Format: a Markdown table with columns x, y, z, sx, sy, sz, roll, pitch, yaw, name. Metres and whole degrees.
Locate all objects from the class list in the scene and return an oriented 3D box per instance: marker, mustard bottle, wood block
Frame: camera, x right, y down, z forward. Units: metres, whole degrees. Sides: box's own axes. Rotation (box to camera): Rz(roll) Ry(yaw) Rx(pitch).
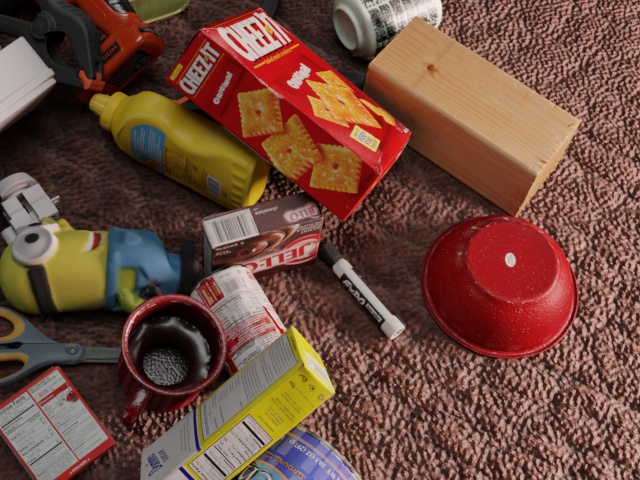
| x | y | z | sx | sy | sz | roll | pitch | yaw | name |
| --- | --- | --- | --- | --- | --- | --- | --- | --- | --- |
| 0.037 | 0.046 | 1.048 | 0.020 | 0.020 | 0.121 | -32 | 69 | -22 | marker |
| -0.145 | -0.098 | 1.064 | 0.192 | 0.096 | 0.058 | 27 | 63 | 9 | mustard bottle |
| 0.153 | -0.131 | 1.120 | 0.206 | 0.090 | 0.090 | 36 | 64 | 13 | wood block |

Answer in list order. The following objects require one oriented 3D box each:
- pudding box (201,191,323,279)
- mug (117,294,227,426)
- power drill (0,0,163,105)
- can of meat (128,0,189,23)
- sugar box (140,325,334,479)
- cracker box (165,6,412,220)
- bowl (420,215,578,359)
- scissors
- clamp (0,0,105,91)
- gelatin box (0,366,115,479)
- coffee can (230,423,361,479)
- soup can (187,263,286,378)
| x | y | z | sx | sy | sz | roll | pitch | yaw | name |
| --- | --- | --- | --- | --- | --- | --- | --- | --- | --- |
| -0.057 | 0.001 | 1.022 | 0.113 | 0.090 | 0.039 | -14 | 62 | -13 | pudding box |
| -0.141 | 0.114 | 0.947 | 0.093 | 0.082 | 0.117 | 29 | 61 | -3 | mug |
| -0.266 | -0.237 | 1.124 | 0.184 | 0.057 | 0.188 | -38 | 78 | 15 | power drill |
| -0.206 | -0.288 | 1.187 | 0.102 | 0.057 | 0.084 | -23 | 69 | -17 | can of meat |
| -0.073 | 0.155 | 0.897 | 0.176 | 0.093 | 0.048 | -42 | 105 | 4 | sugar box |
| -0.021 | -0.130 | 1.041 | 0.213 | 0.072 | 0.164 | 39 | 25 | 1 | cracker box |
| 0.183 | 0.033 | 1.052 | 0.162 | 0.055 | 0.162 | 3 | 60 | -5 | bowl |
| -0.242 | 0.091 | 0.992 | 0.201 | 0.016 | 0.096 | -9 | 52 | -21 | scissors |
| -0.271 | -0.225 | 1.075 | 0.171 | 0.120 | 0.039 | 41 | 24 | 11 | clamp |
| -0.235 | 0.166 | 0.933 | 0.073 | 0.030 | 0.089 | -36 | 87 | -23 | gelatin box |
| -0.044 | 0.234 | 0.886 | 0.103 | 0.103 | 0.140 | 36 | 63 | 13 | coffee can |
| -0.071 | 0.081 | 0.988 | 0.068 | 0.068 | 0.102 | -25 | 66 | -19 | soup can |
